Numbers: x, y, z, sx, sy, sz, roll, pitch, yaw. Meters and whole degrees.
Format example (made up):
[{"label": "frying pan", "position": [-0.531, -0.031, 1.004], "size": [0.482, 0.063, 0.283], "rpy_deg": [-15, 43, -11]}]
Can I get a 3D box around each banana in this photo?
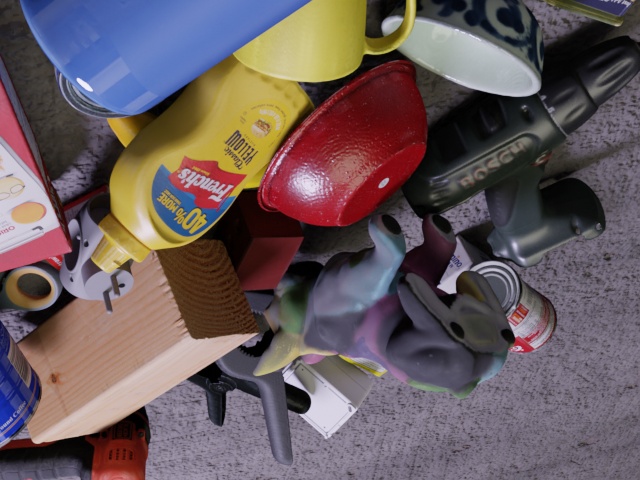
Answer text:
[{"label": "banana", "position": [-0.075, -0.073, 0.829], "size": [0.197, 0.037, 0.070], "rpy_deg": [-3, 116, -30]}]

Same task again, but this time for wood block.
[{"label": "wood block", "position": [-0.165, 0.086, 0.910], "size": [0.206, 0.091, 0.090], "rpy_deg": [-33, 162, 30]}]

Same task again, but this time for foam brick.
[{"label": "foam brick", "position": [-0.056, 0.001, 0.923], "size": [0.051, 0.053, 0.078], "rpy_deg": [-1, 141, -28]}]

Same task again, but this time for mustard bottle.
[{"label": "mustard bottle", "position": [-0.093, -0.053, 0.764], "size": [0.191, 0.058, 0.096], "rpy_deg": [-47, 145, -2]}]

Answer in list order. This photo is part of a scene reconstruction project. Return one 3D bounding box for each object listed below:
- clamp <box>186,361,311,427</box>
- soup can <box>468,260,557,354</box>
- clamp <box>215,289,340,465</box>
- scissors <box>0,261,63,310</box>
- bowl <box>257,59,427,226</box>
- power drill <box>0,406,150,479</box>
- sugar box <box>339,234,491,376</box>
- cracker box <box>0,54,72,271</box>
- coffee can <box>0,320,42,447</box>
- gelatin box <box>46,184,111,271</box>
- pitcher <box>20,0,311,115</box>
[{"label": "clamp", "position": [-0.102, 0.140, 1.084], "size": [0.120, 0.039, 0.171], "rpy_deg": [-25, 129, 28]}, {"label": "soup can", "position": [0.186, 0.067, 1.060], "size": [0.069, 0.068, 0.102], "rpy_deg": [-33, 145, 16]}, {"label": "clamp", "position": [-0.046, 0.116, 1.030], "size": [0.209, 0.036, 0.164], "rpy_deg": [36, 89, -30]}, {"label": "scissors", "position": [-0.268, 0.060, 0.888], "size": [0.096, 0.016, 0.202], "rpy_deg": [22, 135, -2]}, {"label": "bowl", "position": [0.030, -0.062, 0.825], "size": [0.162, 0.055, 0.162], "rpy_deg": [-39, 165, -13]}, {"label": "power drill", "position": [-0.256, 0.188, 1.013], "size": [0.187, 0.184, 0.057], "rpy_deg": [1, 105, -9]}, {"label": "sugar box", "position": [0.101, 0.070, 1.115], "size": [0.176, 0.048, 0.093], "rpy_deg": [-37, 144, 16]}, {"label": "cracker box", "position": [-0.274, -0.054, 0.710], "size": [0.164, 0.072, 0.214], "rpy_deg": [-16, 147, -8]}, {"label": "coffee can", "position": [-0.295, 0.090, 0.839], "size": [0.103, 0.103, 0.140], "rpy_deg": [-21, 131, -2]}, {"label": "gelatin box", "position": [-0.183, 0.002, 0.873], "size": [0.073, 0.030, 0.089], "rpy_deg": [-26, 146, 6]}, {"label": "pitcher", "position": [-0.054, -0.185, 0.589], "size": [0.243, 0.149, 0.144], "rpy_deg": [-33, 150, 19]}]
